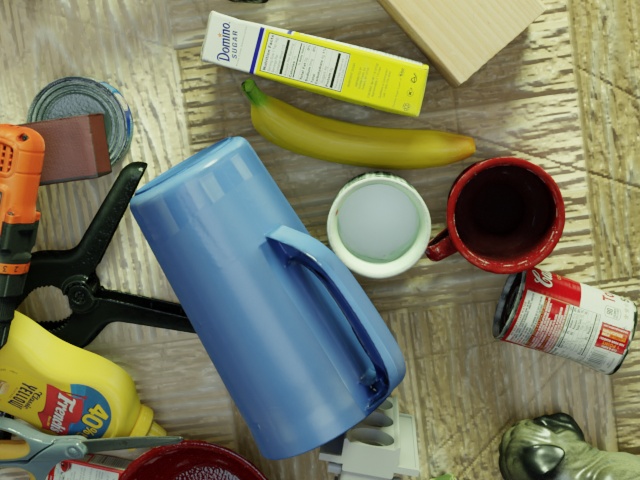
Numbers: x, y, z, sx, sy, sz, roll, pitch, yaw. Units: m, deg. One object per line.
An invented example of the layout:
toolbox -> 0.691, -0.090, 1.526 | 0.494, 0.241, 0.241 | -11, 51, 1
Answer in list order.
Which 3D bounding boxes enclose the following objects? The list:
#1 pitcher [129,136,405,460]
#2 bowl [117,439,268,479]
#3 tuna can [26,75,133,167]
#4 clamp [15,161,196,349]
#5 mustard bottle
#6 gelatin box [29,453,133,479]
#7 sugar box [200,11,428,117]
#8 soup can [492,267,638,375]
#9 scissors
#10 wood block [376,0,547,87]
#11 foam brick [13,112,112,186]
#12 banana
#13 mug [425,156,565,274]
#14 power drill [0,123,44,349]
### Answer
pitcher -> -0.041, 0.041, 0.852 | 0.149, 0.145, 0.243 | -29, 101, 7
bowl -> -0.104, 0.248, 0.939 | 0.162, 0.055, 0.162 | 1, 95, 8
tuna can -> -0.203, -0.097, 0.907 | 0.086, 0.033, 0.086 | 0, 98, 3
clamp -> -0.196, 0.049, 0.927 | 0.210, 0.036, 0.164 | -30, 102, 10
mustard bottle -> -0.218, 0.131, 0.916 | 0.191, 0.058, 0.096 | 30, 124, -18
gelatin box -> -0.218, 0.227, 0.959 | 0.089, 0.030, 0.073 | 12, 100, 2
sugar box -> -0.003, -0.141, 0.861 | 0.176, 0.093, 0.048 | 12, 99, 2
soup can -> 0.204, 0.066, 0.893 | 0.102, 0.068, 0.068 | 19, 99, 0
scissors -> -0.214, 0.190, 0.912 | 0.202, 0.016, 0.096 | 7, 123, 5
wood block -> 0.073, -0.228, 0.845 | 0.091, 0.090, 0.206 | -41, 94, 8
foam brick -> -0.215, -0.073, 0.867 | 0.078, 0.053, 0.051 | -8, 98, 3
banana -> 0.026, -0.085, 0.882 | 0.197, 0.070, 0.037 | 12, 76, -8
mug -> 0.137, -0.018, 0.877 | 0.117, 0.081, 0.093 | -34, 95, 7
power drill -> -0.312, -0.013, 0.834 | 0.188, 0.057, 0.184 | 13, 95, 9
